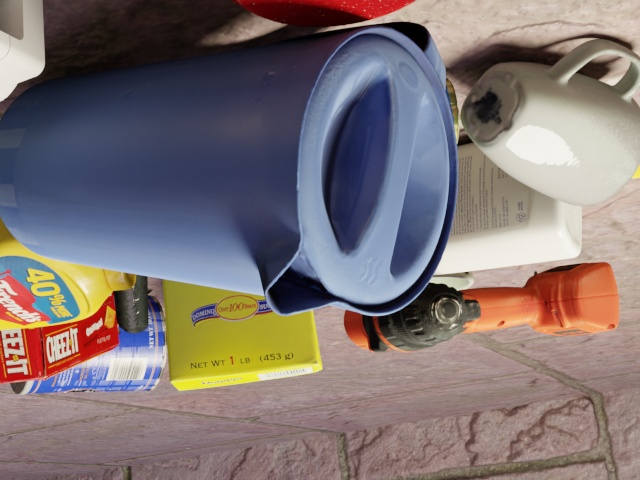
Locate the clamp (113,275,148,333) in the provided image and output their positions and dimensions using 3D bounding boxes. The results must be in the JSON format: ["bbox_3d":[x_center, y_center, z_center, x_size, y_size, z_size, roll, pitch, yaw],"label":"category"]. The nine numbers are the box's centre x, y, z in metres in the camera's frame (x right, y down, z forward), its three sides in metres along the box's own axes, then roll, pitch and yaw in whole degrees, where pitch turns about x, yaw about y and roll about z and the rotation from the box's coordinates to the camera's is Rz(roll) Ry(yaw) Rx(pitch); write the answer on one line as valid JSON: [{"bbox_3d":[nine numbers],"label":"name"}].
[{"bbox_3d":[-0.130,-0.018,0.776,0.039,0.120,0.171,15,150,15],"label":"clamp"}]

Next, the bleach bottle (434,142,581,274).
[{"bbox_3d":[0.068,-0.022,0.819,0.251,0.102,0.068,-7,154,26],"label":"bleach bottle"}]

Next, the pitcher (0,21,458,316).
[{"bbox_3d":[-0.055,-0.044,0.565,0.243,0.145,0.148,4,-175,37],"label":"pitcher"}]

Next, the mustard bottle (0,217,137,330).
[{"bbox_3d":[-0.197,0.021,0.685,0.191,0.058,0.096,-8,142,3],"label":"mustard bottle"}]

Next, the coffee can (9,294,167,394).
[{"bbox_3d":[-0.242,0.106,1.101,0.140,0.103,0.103,3,162,-30],"label":"coffee can"}]

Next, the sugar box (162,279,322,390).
[{"bbox_3d":[-0.055,0.001,0.676,0.093,0.176,0.048,-7,166,-1],"label":"sugar box"}]

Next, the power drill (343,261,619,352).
[{"bbox_3d":[0.125,0.050,0.806,0.187,0.057,0.185,-3,176,-16],"label":"power drill"}]

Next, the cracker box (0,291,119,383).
[{"bbox_3d":[-0.298,0.082,0.893,0.214,0.072,0.164,-6,-177,11],"label":"cracker box"}]
